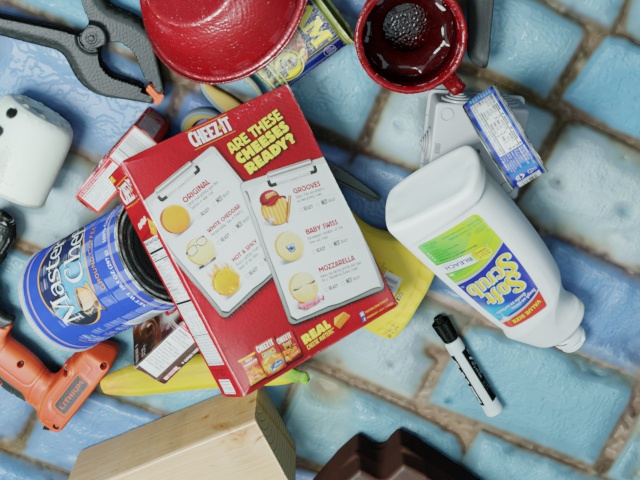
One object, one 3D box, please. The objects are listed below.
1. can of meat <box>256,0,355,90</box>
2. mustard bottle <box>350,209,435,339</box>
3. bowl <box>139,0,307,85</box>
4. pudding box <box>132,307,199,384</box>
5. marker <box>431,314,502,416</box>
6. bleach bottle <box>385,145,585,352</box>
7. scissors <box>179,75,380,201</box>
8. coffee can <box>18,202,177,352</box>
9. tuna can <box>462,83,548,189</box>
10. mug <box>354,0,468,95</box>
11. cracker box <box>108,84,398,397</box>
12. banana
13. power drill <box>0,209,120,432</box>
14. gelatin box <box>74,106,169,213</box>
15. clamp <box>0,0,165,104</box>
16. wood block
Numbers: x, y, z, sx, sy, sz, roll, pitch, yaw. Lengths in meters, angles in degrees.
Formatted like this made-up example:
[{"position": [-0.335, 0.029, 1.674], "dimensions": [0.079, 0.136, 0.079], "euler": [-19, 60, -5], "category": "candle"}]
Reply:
[{"position": [-0.033, -0.190, 0.924], "dimensions": [0.084, 0.057, 0.102], "euler": [-34, 106, 15], "category": "can of meat"}, {"position": [0.006, 0.011, 0.995], "dimensions": [0.191, 0.058, 0.096], "euler": [26, 107, -9], "category": "mustard bottle"}, {"position": [-0.092, -0.212, 0.875], "dimensions": [0.162, 0.055, 0.162], "euler": [-3, 83, 24], "category": "bowl"}, {"position": [-0.132, 0.066, 0.987], "dimensions": [0.090, 0.113, 0.039], "euler": [-44, 120, 14], "category": "pudding box"}, {"position": [0.145, 0.123, 1.056], "dimensions": [0.020, 0.020, 0.121], "euler": [-29, 107, 10], "category": "marker"}, {"position": [0.171, 0.024, 0.971], "dimensions": [0.103, 0.068, 0.250], "euler": [-29, 127, 30], "category": "bleach bottle"}, {"position": [-0.046, -0.078, 0.986], "dimensions": [0.096, 0.016, 0.201], "euler": [-41, 105, 15], "category": "scissors"}, {"position": [-0.187, 0.031, 0.955], "dimensions": [0.141, 0.102, 0.102], "euler": [-25, 110, 35], "category": "coffee can"}, {"position": [0.154, -0.086, 0.891], "dimensions": [0.034, 0.086, 0.086], "euler": [-31, 107, 12], "category": "tuna can"}, {"position": [0.083, -0.171, 0.916], "dimensions": [0.117, 0.081, 0.093], "euler": [43, 105, -13], "category": "mug"}, {"position": [-0.056, 0.001, 0.903], "dimensions": [0.164, 0.072, 0.214], "euler": [-29, 93, -24], "category": "cracker box"}, {"position": [-0.109, 0.127, 1.033], "dimensions": [0.198, 0.069, 0.037], "euler": [-4, 85, 0], "category": "banana"}, {"position": [-0.290, 0.083, 1.025], "dimensions": [0.187, 0.057, 0.185], "euler": [36, 110, -9], "category": "power drill"}, {"position": [-0.178, -0.072, 0.958], "dimensions": [0.030, 0.073, 0.089], "euler": [40, 106, -12], "category": "gelatin box"}, {"position": [-0.197, -0.191, 0.934], "dimensions": [0.171, 0.039, 0.120], "euler": [33, 111, -17], "category": "clamp"}, {"position": [-0.136, 0.228, 1.059], "dimensions": [0.206, 0.090, 0.091], "euler": [-23, 108, 8], "category": "wood block"}]
